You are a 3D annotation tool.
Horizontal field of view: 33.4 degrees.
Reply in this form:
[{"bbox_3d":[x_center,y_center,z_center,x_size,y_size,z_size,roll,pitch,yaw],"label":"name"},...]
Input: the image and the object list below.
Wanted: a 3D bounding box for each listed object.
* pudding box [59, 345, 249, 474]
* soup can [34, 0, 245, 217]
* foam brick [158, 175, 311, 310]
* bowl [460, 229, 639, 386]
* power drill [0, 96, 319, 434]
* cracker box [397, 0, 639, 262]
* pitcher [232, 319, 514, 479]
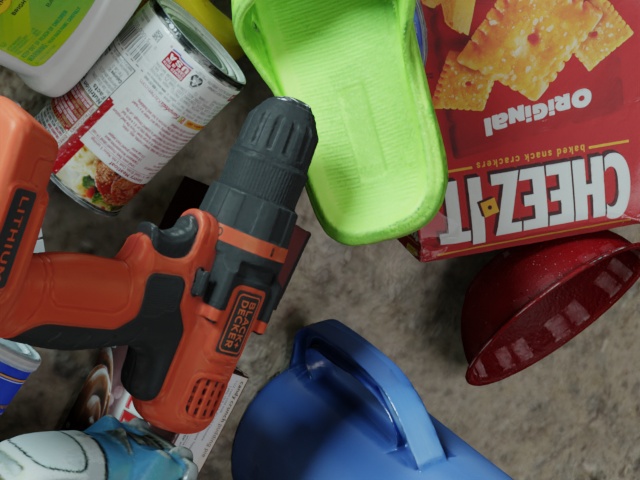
[{"bbox_3d":[-0.103,0.105,0.621,0.039,0.090,0.113,25,91,-46],"label":"pudding box"},{"bbox_3d":[-0.098,-0.071,0.564,0.102,0.068,0.068,-43,127,12],"label":"soup can"},{"bbox_3d":[-0.054,0.001,0.632,0.052,0.078,0.051,24,89,-39],"label":"foam brick"},{"bbox_3d":[0.158,0.036,0.773,0.162,0.055,0.162,-28,156,-14],"label":"bowl"},{"bbox_3d":[-0.088,-0.004,0.505,0.187,0.057,0.184,20,90,-47],"label":"power drill"},{"bbox_3d":[0.125,-0.105,0.694,0.164,0.072,0.214,-10,111,-9],"label":"cracker box"},{"bbox_3d":[0.048,0.158,0.647,0.149,0.243,0.145,35,85,-29],"label":"pitcher"}]
